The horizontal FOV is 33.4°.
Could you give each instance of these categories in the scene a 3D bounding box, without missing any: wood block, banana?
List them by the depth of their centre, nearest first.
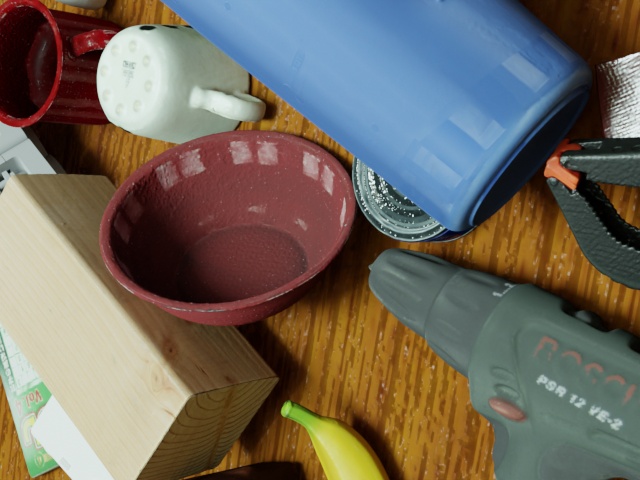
[{"bbox_3d":[0.022,0.193,0.649,0.037,0.069,0.198,131,131,-61],"label":"banana"},{"bbox_3d":[-0.136,0.054,0.711,0.206,0.090,0.091,46,116,25],"label":"wood block"}]

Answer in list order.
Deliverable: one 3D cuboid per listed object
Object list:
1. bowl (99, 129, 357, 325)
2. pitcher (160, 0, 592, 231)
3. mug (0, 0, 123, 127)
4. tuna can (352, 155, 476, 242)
[{"bbox_3d":[-0.054,0.001,0.676,0.162,0.161,0.055,28,145,32],"label":"bowl"},{"bbox_3d":[0.020,-0.125,0.553,0.243,0.149,0.145,42,104,14],"label":"pitcher"},{"bbox_3d":[-0.181,-0.130,0.781,0.117,0.081,0.093,-16,82,36],"label":"mug"},{"bbox_3d":[0.062,-0.041,0.636,0.086,0.033,0.086,1,92,36],"label":"tuna can"}]
